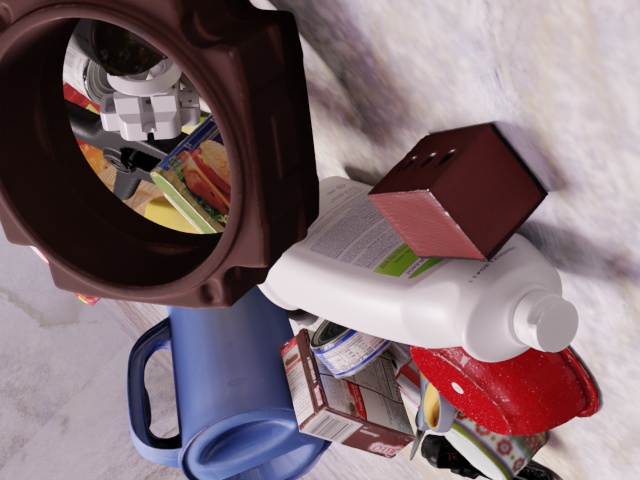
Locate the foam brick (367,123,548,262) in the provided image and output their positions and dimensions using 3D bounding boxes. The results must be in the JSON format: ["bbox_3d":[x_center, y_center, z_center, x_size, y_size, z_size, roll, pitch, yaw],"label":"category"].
[{"bbox_3d":[0.072,-0.025,0.572,0.051,0.053,0.078,48,164,-15],"label":"foam brick"}]

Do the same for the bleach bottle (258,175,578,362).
[{"bbox_3d":[0.054,0.024,0.653,0.251,0.102,0.068,23,150,57],"label":"bleach bottle"}]

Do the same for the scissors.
[{"bbox_3d":[0.089,0.133,0.921,0.202,0.016,0.096,106,161,-73],"label":"scissors"}]

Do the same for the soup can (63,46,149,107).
[{"bbox_3d":[-0.197,-0.161,0.884,0.102,0.068,0.068,35,163,31],"label":"soup can"}]

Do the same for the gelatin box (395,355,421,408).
[{"bbox_3d":[0.105,0.140,0.986,0.073,0.030,0.089,40,165,10],"label":"gelatin box"}]

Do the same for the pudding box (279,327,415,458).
[{"bbox_3d":[0.024,0.134,0.931,0.113,0.039,0.090,26,-148,-37],"label":"pudding box"}]

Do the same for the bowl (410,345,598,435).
[{"bbox_3d":[0.116,0.088,0.763,0.162,0.055,0.162,41,165,13],"label":"bowl"}]

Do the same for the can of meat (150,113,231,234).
[{"bbox_3d":[-0.070,-0.046,0.830,0.102,0.084,0.057,47,166,-10],"label":"can of meat"}]

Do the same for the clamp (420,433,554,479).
[{"bbox_3d":[0.151,0.212,1.020,0.120,0.039,0.171,22,176,2],"label":"clamp"}]

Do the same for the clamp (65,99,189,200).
[{"bbox_3d":[-0.177,-0.086,0.924,0.210,0.036,0.164,5,150,51],"label":"clamp"}]

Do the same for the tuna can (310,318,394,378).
[{"bbox_3d":[0.033,0.072,0.882,0.033,0.086,0.086,48,165,-11],"label":"tuna can"}]

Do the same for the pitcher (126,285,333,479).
[{"bbox_3d":[-0.092,0.107,1.009,0.149,0.145,0.243,33,-152,-40],"label":"pitcher"}]
